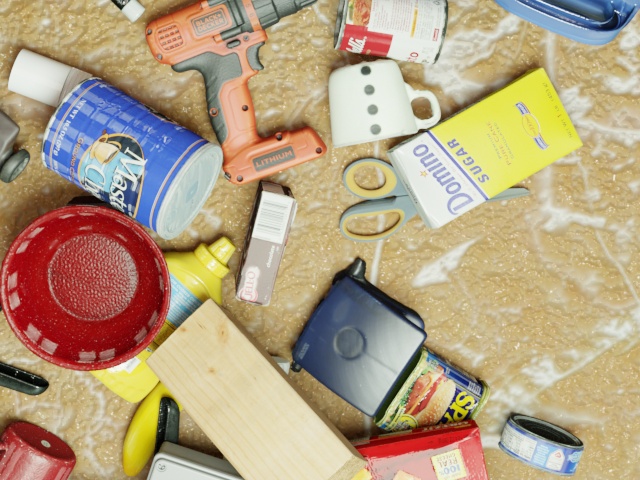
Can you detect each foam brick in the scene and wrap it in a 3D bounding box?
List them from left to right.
[{"bbox_3d":[-0.225,-0.004,1.078,0.051,0.053,0.078,-1,101,-4],"label":"foam brick"}]

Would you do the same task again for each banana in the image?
[{"bbox_3d":[-0.143,0.170,1.123,0.198,0.037,0.069,-36,100,3],"label":"banana"}]

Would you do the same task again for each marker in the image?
[{"bbox_3d":[-0.223,-0.264,1.048,0.121,0.020,0.020,44,95,-10],"label":"marker"}]

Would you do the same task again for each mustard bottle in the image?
[{"bbox_3d":[-0.159,0.069,1.093,0.096,0.058,0.191,44,95,-11],"label":"mustard bottle"}]

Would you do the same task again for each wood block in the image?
[{"bbox_3d":[-0.061,0.165,1.027,0.090,0.090,0.206,-44,71,-2],"label":"wood block"}]

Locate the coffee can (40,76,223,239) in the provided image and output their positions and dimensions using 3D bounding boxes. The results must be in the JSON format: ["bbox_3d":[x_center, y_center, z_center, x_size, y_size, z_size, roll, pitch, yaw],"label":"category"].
[{"bbox_3d":[-0.179,-0.079,1.022,0.140,0.102,0.103,30,97,10],"label":"coffee can"}]

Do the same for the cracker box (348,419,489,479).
[{"bbox_3d":[0.096,0.300,1.069,0.164,0.072,0.214,-10,86,4],"label":"cracker box"}]

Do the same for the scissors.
[{"bbox_3d":[0.110,-0.059,1.110,0.201,0.016,0.096,-20,101,0],"label":"scissors"}]

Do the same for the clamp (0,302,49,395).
[{"bbox_3d":[-0.365,0.122,1.099,0.171,0.039,0.120,-18,97,6],"label":"clamp"}]

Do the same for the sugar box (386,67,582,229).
[{"bbox_3d":[0.166,-0.093,1.083,0.176,0.048,0.093,-31,96,-6],"label":"sugar box"}]

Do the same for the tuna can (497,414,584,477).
[{"bbox_3d":[0.235,0.217,1.133,0.086,0.086,0.034,18,97,-7],"label":"tuna can"}]

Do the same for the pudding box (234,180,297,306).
[{"bbox_3d":[-0.057,0.001,1.072,0.039,0.090,0.113,16,98,-9],"label":"pudding box"}]

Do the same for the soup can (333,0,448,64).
[{"bbox_3d":[0.069,-0.214,1.053,0.102,0.068,0.068,8,100,-6],"label":"soup can"}]

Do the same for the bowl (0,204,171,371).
[{"bbox_3d":[-0.223,0.041,1.030,0.162,0.055,0.162,-1,101,-3],"label":"bowl"}]

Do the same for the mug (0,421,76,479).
[{"bbox_3d":[-0.313,0.237,1.091,0.117,0.093,0.081,29,92,-44],"label":"mug"}]

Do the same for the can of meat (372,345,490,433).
[{"bbox_3d":[0.116,0.173,1.132,0.084,0.057,0.102,32,97,-7],"label":"can of meat"}]

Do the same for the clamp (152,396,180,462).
[{"bbox_3d":[-0.185,0.282,1.110,0.164,0.036,0.210,-29,118,-15],"label":"clamp"}]

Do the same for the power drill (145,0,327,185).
[{"bbox_3d":[-0.059,-0.162,1.060,0.184,0.057,0.187,-20,98,4],"label":"power drill"}]
